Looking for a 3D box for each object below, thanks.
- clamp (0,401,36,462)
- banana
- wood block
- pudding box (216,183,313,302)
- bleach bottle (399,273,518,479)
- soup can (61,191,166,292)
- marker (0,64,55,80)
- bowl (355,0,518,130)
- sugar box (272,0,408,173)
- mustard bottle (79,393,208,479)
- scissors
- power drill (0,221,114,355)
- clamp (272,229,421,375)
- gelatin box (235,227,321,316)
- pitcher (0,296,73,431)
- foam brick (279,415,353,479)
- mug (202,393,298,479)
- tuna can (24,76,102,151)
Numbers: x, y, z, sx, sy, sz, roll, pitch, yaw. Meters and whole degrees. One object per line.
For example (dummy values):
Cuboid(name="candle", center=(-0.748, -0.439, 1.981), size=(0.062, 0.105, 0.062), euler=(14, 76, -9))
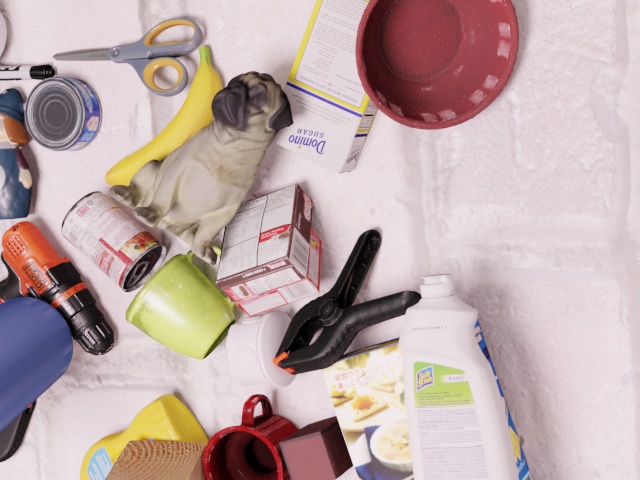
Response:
Cuboid(name="clamp", center=(-0.439, 0.238, 1.323), size=(0.210, 0.036, 0.164), euler=(-42, 80, 19))
Cuboid(name="banana", center=(-0.165, -0.118, 1.176), size=(0.198, 0.037, 0.070), euler=(-48, 48, 16))
Cuboid(name="wood block", center=(-0.166, 0.328, 1.155), size=(0.091, 0.090, 0.206), euler=(0, 112, 11))
Cuboid(name="pudding box", center=(-0.057, 0.001, 1.105), size=(0.090, 0.113, 0.039), euler=(-20, 129, 24))
Cuboid(name="bleach bottle", center=(0.130, 0.156, 0.994), size=(0.103, 0.068, 0.251), euler=(-7, 90, 19))
Cuboid(name="soup can", center=(-0.232, 0.001, 1.196), size=(0.102, 0.068, 0.069), euler=(39, 108, 15))
Cuboid(name="marker", center=(-0.365, -0.197, 1.257), size=(0.121, 0.020, 0.020), euler=(3, 97, 22))
Cuboid(name="bowl", center=(0.104, -0.190, 1.019), size=(0.162, 0.055, 0.162), euler=(-5, 112, -12))
Cuboid(name="sugar box", center=(0.019, -0.167, 1.087), size=(0.093, 0.048, 0.176), euler=(27, 109, 18))
Cuboid(name="mustard bottle", center=(-0.218, 0.262, 1.222), size=(0.192, 0.058, 0.096), euler=(-37, 87, 21))
Cuboid(name="scissors", center=(-0.217, -0.191, 1.186), size=(0.202, 0.016, 0.096), euler=(-13, 72, 25))
Cuboid(name="power drill", center=(-0.350, 0.097, 1.263), size=(0.188, 0.057, 0.184), euler=(-39, 84, 19))
Cuboid(name="clamp", center=(0.025, 0.078, 1.070), size=(0.171, 0.039, 0.120), euler=(-51, 33, 6))
Cuboid(name="gelatin box", center=(-0.044, 0.033, 1.119), size=(0.089, 0.073, 0.030), euler=(-20, 133, 22))
Cuboid(name="pitcher", center=(-0.365, 0.133, 1.114), size=(0.145, 0.242, 0.149), euler=(13, 107, 11))
Cuboid(name="foam brick", center=(0.001, 0.220, 1.117), size=(0.053, 0.078, 0.051), euler=(-20, 88, 25))
Cuboid(name="mug", center=(-0.067, 0.222, 1.143), size=(0.093, 0.081, 0.117), euler=(-1, 95, 23))
Cuboid(name="tuna can", center=(-0.296, -0.145, 1.226), size=(0.086, 0.033, 0.086), euler=(2, 96, 22))
